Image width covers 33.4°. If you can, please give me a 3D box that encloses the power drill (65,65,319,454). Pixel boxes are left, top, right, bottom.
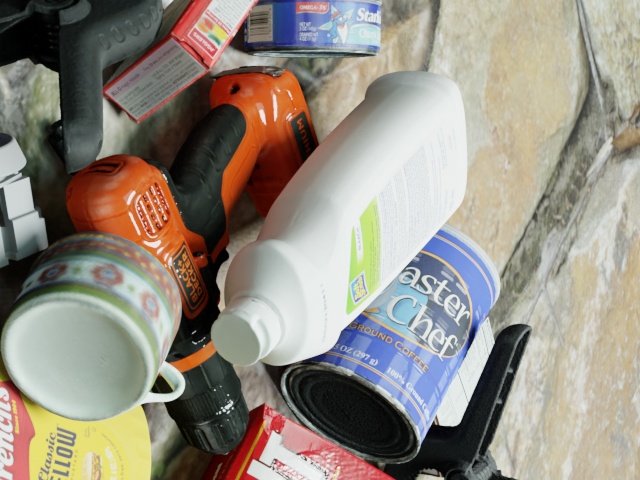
[{"bbox_3d":[-0.054,0.001,0.604,0.187,0.057,0.184,-60,141,-47],"label":"power drill"}]

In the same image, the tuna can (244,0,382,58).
[{"bbox_3d":[-0.005,-0.131,0.659,0.085,0.086,0.034,-9,101,-52],"label":"tuna can"}]

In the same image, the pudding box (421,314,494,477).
[{"bbox_3d":[0.108,0.124,0.869,0.113,0.039,0.090,-46,127,-43],"label":"pudding box"}]

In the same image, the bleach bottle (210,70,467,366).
[{"bbox_3d":[0.013,-0.012,0.607,0.250,0.068,0.102,-44,133,-53],"label":"bleach bottle"}]

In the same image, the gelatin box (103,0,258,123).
[{"bbox_3d":[-0.072,-0.108,0.570,0.030,0.089,0.073,41,57,-19],"label":"gelatin box"}]

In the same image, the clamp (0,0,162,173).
[{"bbox_3d":[-0.118,-0.092,0.498,0.171,0.120,0.039,-50,163,-41],"label":"clamp"}]

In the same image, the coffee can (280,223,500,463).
[{"bbox_3d":[0.050,0.066,0.734,0.140,0.103,0.102,-56,134,-33],"label":"coffee can"}]

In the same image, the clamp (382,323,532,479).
[{"bbox_3d":[0.117,0.172,0.751,0.036,0.210,0.164,-22,74,-49],"label":"clamp"}]

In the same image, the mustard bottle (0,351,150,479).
[{"bbox_3d":[-0.162,0.096,0.492,0.191,0.058,0.096,34,54,-48],"label":"mustard bottle"}]
